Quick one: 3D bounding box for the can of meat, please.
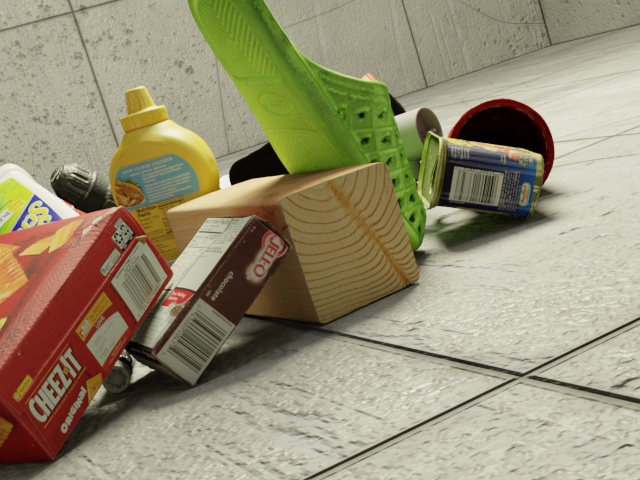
[{"bbox_3d":[0.128,-0.052,0.869,0.084,0.057,0.102,8,9,-2],"label":"can of meat"}]

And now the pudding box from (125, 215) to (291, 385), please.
[{"bbox_3d":[-0.078,0.036,0.703,0.113,0.039,0.090,-53,20,-15],"label":"pudding box"}]

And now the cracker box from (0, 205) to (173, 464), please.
[{"bbox_3d":[-0.223,0.065,0.687,0.214,0.072,0.164,-10,34,32],"label":"cracker box"}]

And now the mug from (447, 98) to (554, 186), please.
[{"bbox_3d":[0.146,-0.071,0.960,0.117,0.093,0.081,-39,3,3],"label":"mug"}]

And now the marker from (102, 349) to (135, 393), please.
[{"bbox_3d":[-0.140,0.083,0.755,0.020,0.020,0.121,-18,9,-4],"label":"marker"}]

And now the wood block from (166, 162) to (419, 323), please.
[{"bbox_3d":[-0.028,0.001,0.811,0.090,0.091,0.206,-22,10,-28],"label":"wood block"}]

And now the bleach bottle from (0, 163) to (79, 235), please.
[{"bbox_3d":[-0.250,0.010,1.017,0.251,0.068,0.102,25,64,38],"label":"bleach bottle"}]

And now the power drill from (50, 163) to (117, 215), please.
[{"bbox_3d":[-0.233,-0.020,1.170,0.188,0.184,0.057,-8,55,58],"label":"power drill"}]

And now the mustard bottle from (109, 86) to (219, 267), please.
[{"bbox_3d":[-0.131,-0.039,0.926,0.096,0.191,0.058,-14,9,22],"label":"mustard bottle"}]
